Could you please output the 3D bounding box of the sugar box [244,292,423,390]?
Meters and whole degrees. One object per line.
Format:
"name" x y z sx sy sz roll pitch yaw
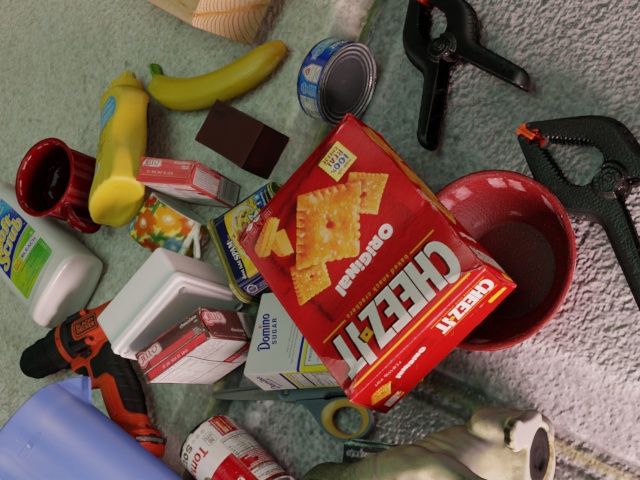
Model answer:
"sugar box" 0.017 0.091 1.016 0.177 0.048 0.093 -9 55 34

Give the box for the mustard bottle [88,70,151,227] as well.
"mustard bottle" -0.224 -0.117 1.206 0.096 0.058 0.191 123 151 -50

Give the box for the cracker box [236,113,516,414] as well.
"cracker box" 0.040 0.017 0.943 0.164 0.072 0.214 -47 54 13

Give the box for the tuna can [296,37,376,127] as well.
"tuna can" 0.016 -0.158 1.064 0.034 0.086 0.086 24 92 36

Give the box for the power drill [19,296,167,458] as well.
"power drill" -0.250 0.168 1.173 0.185 0.057 0.188 -28 65 24

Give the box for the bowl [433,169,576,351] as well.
"bowl" 0.157 0.021 0.947 0.162 0.055 0.162 -9 74 31

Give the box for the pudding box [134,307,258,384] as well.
"pudding box" -0.115 0.107 1.067 0.090 0.113 0.039 -35 65 21

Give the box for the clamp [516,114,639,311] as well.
"clamp" 0.261 -0.055 0.910 0.210 0.036 0.165 45 104 33

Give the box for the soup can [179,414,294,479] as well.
"soup can" -0.082 0.226 1.044 0.102 0.068 0.068 38 99 33

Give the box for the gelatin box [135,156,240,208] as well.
"gelatin box" -0.140 -0.062 1.136 0.073 0.089 0.030 7 78 31

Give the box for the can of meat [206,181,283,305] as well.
"can of meat" -0.057 0.001 1.090 0.084 0.057 0.102 -34 62 20

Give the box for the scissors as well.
"scissors" -0.022 0.166 1.049 0.202 0.016 0.096 -23 62 26

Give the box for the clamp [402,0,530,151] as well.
"clamp" 0.118 -0.172 1.031 0.120 0.039 0.171 -36 55 16

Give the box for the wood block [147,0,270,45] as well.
"wood block" -0.152 -0.299 1.185 0.206 0.090 0.090 35 107 40

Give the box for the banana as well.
"banana" -0.125 -0.180 1.190 0.198 0.037 0.069 -2 78 32

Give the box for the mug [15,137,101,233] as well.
"mug" -0.287 -0.055 1.236 0.093 0.081 0.117 -43 59 17

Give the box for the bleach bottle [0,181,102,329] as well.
"bleach bottle" -0.367 0.002 1.288 0.251 0.068 0.102 34 96 36

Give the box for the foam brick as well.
"foam brick" -0.083 -0.108 1.136 0.078 0.051 0.053 33 96 34

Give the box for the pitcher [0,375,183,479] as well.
"pitcher" -0.208 0.263 1.034 0.243 0.144 0.149 34 124 10
